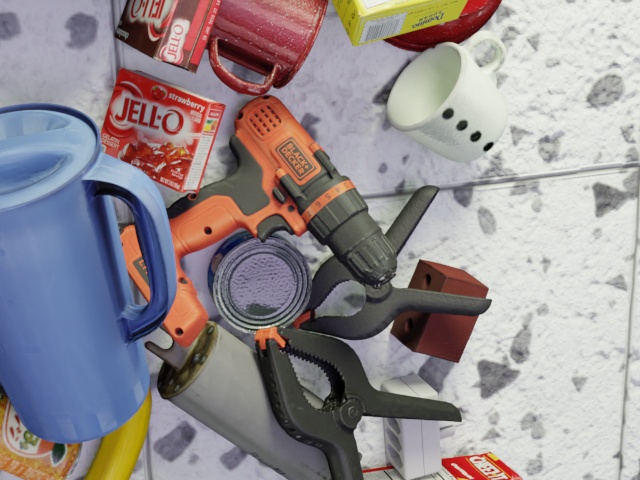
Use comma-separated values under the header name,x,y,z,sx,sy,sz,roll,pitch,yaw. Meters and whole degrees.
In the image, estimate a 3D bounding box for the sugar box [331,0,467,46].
name,x,y,z,sx,sy,sz,roll,pitch,yaw
sugar box,0.034,-0.239,0.805,0.093,0.048,0.176,-17,71,-17

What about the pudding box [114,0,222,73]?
name,x,y,z,sx,sy,sz,roll,pitch,yaw
pudding box,-0.108,-0.178,0.784,0.039,0.114,0.090,18,99,-28

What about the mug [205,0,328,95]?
name,x,y,z,sx,sy,sz,roll,pitch,yaw
mug,-0.053,-0.164,0.816,0.081,0.093,0.117,22,65,-20

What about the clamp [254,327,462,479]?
name,x,y,z,sx,sy,sz,roll,pitch,yaw
clamp,0.027,0.143,0.912,0.164,0.036,0.210,-45,105,-31

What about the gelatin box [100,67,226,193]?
name,x,y,z,sx,sy,sz,roll,pitch,yaw
gelatin box,-0.125,-0.085,0.823,0.030,0.089,0.073,-5,116,-65

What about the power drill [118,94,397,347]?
name,x,y,z,sx,sy,sz,roll,pitch,yaw
power drill,-0.056,0.001,0.851,0.187,0.057,0.184,-37,77,-6

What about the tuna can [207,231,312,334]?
name,x,y,z,sx,sy,sz,roll,pitch,yaw
tuna can,-0.053,0.035,0.910,0.086,0.034,0.086,-4,105,-15

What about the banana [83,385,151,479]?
name,x,y,z,sx,sy,sz,roll,pitch,yaw
banana,-0.185,0.201,0.900,0.037,0.069,0.198,28,88,10

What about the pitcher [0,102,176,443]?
name,x,y,z,sx,sy,sz,roll,pitch,yaw
pitcher,-0.190,0.033,0.778,0.144,0.149,0.243,-26,131,-22

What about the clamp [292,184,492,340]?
name,x,y,z,sx,sy,sz,roll,pitch,yaw
clamp,0.052,0.027,0.930,0.171,0.039,0.120,-16,78,7

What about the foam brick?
name,x,y,z,sx,sy,sz,roll,pitch,yaw
foam brick,0.108,0.064,0.973,0.051,0.053,0.078,17,99,-24
